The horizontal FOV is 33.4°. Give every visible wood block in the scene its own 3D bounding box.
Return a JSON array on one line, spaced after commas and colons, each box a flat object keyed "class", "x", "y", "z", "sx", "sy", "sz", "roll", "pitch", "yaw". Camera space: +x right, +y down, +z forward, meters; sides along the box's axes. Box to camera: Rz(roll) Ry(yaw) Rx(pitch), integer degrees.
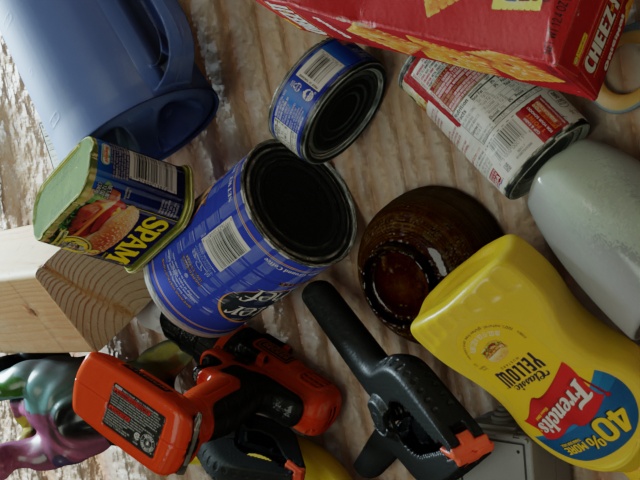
[{"class": "wood block", "x": -0.252, "y": 0.043, "z": 0.973, "sx": 0.207, "sy": 0.090, "sz": 0.090, "roll": -7, "pitch": 124, "yaw": 49}]

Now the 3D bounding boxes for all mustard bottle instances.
[{"class": "mustard bottle", "x": 0.154, "y": 0.087, "z": 0.659, "sx": 0.191, "sy": 0.058, "sz": 0.096, "roll": 41, "pitch": 131, "yaw": -6}]

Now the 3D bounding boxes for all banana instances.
[{"class": "banana", "x": -0.040, "y": 0.188, "z": 0.889, "sx": 0.198, "sy": 0.069, "sz": 0.037, "roll": 4, "pitch": 145, "yaw": 33}]

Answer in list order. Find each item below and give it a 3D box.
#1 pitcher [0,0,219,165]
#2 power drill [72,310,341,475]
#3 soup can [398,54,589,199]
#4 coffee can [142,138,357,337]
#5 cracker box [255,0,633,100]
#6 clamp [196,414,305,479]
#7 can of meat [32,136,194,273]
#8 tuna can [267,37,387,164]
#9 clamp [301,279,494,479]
[{"class": "pitcher", "x": -0.187, "y": -0.181, "z": 0.841, "sx": 0.149, "sy": 0.145, "sz": 0.243, "roll": -31, "pitch": 79, "yaw": 6}, {"class": "power drill", "x": -0.098, "y": 0.105, "z": 0.826, "sx": 0.185, "sy": 0.187, "sz": 0.057, "roll": 27, "pitch": 111, "yaw": 28}, {"class": "soup can", "x": 0.106, "y": -0.083, "z": 0.655, "sx": 0.102, "sy": 0.068, "sz": 0.069, "roll": 49, "pitch": 131, "yaw": 16}, {"class": "coffee can", "x": -0.055, "y": 0.001, "z": 0.805, "sx": 0.141, "sy": 0.102, "sz": 0.103, "roll": -35, "pitch": 82, "yaw": 43}, {"class": "cracker box", "x": 0.077, "y": -0.185, "z": 0.599, "sx": 0.214, "sy": 0.072, "sz": 0.164, "roll": 21, "pitch": 92, "yaw": 34}, {"class": "clamp", "x": -0.071, "y": 0.154, "z": 0.869, "sx": 0.172, "sy": 0.120, "sz": 0.039, "roll": 23, "pitch": 128, "yaw": 28}, {"class": "can of meat", "x": -0.155, "y": -0.027, "z": 0.792, "sx": 0.102, "sy": 0.083, "sz": 0.057, "roll": -37, "pitch": 46, "yaw": 41}, {"class": "tuna can", "x": 0.006, "y": -0.095, "z": 0.728, "sx": 0.034, "sy": 0.085, "sz": 0.086, "roll": 40, "pitch": 128, "yaw": 22}, {"class": "clamp", "x": 0.055, "y": 0.126, "z": 0.748, "sx": 0.210, "sy": 0.036, "sz": 0.164, "roll": 27, "pitch": 135, "yaw": 61}]
